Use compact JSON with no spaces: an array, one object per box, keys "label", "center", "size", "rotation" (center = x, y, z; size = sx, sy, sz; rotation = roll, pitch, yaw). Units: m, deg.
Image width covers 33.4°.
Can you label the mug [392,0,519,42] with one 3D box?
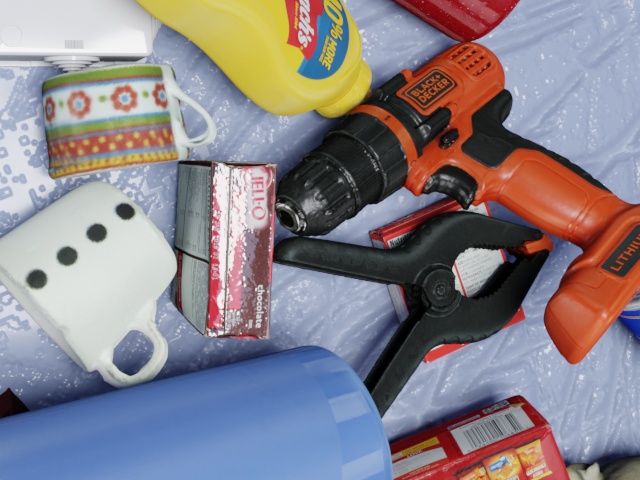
[{"label":"mug","center":[0.079,-0.170,0.611],"size":[0.081,0.117,0.093],"rotation":[27,71,-23]}]

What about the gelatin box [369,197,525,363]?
[{"label":"gelatin box","center":[0.079,0.022,0.671],"size":[0.073,0.030,0.089],"rotation":[-23,101,-14]}]

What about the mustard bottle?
[{"label":"mustard bottle","center":[-0.029,-0.124,0.585],"size":[0.191,0.058,0.096],"rotation":[39,45,-42]}]

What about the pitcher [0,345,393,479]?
[{"label":"pitcher","center":[-0.090,0.141,0.530],"size":[0.242,0.149,0.145],"rotation":[-14,79,-29]}]

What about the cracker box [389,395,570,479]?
[{"label":"cracker box","center":[0.091,0.223,0.658],"size":[0.164,0.072,0.213],"rotation":[-23,103,-1]}]

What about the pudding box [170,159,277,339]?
[{"label":"pudding box","center":[-0.054,0.001,0.581],"size":[0.039,0.114,0.090],"rotation":[2,94,-18]}]

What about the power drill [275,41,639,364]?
[{"label":"power drill","center":[0.091,-0.019,0.593],"size":[0.188,0.057,0.184],"rotation":[40,57,16]}]

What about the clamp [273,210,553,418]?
[{"label":"clamp","center":[0.055,0.023,0.626],"size":[0.171,0.039,0.120],"rotation":[-32,102,-19]}]
